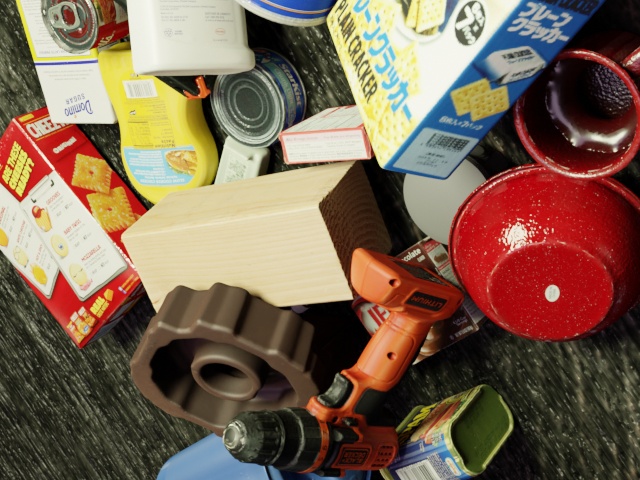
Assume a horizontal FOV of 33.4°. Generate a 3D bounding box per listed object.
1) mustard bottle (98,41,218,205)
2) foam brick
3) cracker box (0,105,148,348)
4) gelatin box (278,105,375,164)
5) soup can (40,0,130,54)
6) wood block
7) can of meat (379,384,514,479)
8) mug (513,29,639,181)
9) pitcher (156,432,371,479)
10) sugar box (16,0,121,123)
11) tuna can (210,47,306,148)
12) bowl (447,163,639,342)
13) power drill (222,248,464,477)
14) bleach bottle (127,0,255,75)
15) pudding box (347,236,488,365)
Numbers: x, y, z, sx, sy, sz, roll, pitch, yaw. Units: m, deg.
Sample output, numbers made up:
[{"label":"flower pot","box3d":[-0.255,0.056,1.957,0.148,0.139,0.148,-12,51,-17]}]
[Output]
[{"label":"mustard bottle","box3d":[-0.147,-0.094,1.020,0.096,0.058,0.191,0,114,23]},{"label":"foam brick","box3d":[-0.007,0.110,1.011,0.051,0.078,0.053,9,119,32]},{"label":"cracker box","box3d":[-0.268,-0.014,1.147,0.214,0.072,0.164,51,132,5]},{"label":"gelatin box","box3d":[0.022,-0.089,0.886,0.089,0.073,0.030,-1,112,37]},{"label":"soup can","box3d":[-0.191,-0.214,0.961,0.069,0.102,0.068,17,123,29]},{"label":"wood block","box3d":[-0.056,0.001,0.931,0.206,0.090,0.091,-8,116,32]},{"label":"can of meat","box3d":[0.112,0.177,0.942,0.084,0.101,0.057,-31,94,40]},{"label":"mug","box3d":[0.200,-0.105,0.738,0.093,0.081,0.117,47,132,7]},{"label":"pitcher","box3d":[-0.066,0.254,1.099,0.144,0.149,0.243,29,143,-25]},{"label":"sugar box","box3d":[-0.243,-0.204,1.045,0.093,0.048,0.176,6,120,35]},{"label":"tuna can","box3d":[-0.056,-0.126,0.952,0.086,0.033,0.086,17,123,29]},{"label":"bowl","box3d":[0.174,0.023,0.808,0.162,0.055,0.162,7,126,10]},{"label":"power drill","box3d":[0.023,0.102,0.850,0.057,0.184,0.188,37,106,40]},{"label":"bleach bottle","box3d":[-0.112,-0.264,0.875,0.068,0.102,0.251,6,100,61]},{"label":"pudding box","box3d":[0.084,0.055,0.939,0.114,0.039,0.090,-36,88,42]}]
